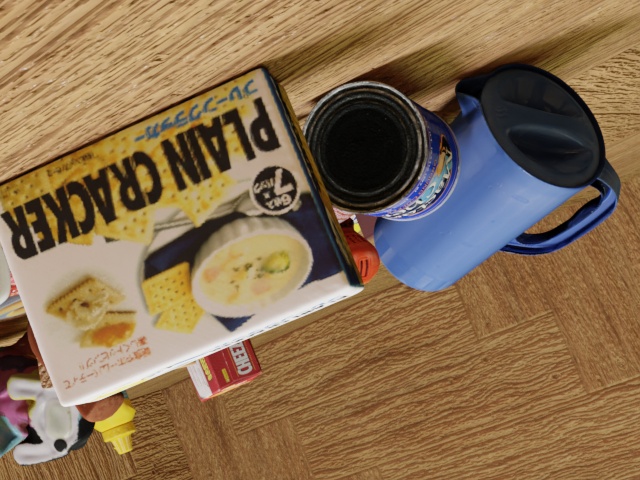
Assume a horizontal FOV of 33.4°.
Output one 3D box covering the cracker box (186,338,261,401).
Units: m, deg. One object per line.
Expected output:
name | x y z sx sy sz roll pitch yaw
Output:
cracker box | -0.156 0.133 1.496 0.072 0.164 0.214 -21 173 -17

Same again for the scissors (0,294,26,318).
scissors | -0.366 0.086 1.126 0.202 0.016 0.096 -23 173 9

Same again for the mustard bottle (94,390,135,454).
mustard bottle | -0.277 0.175 1.342 0.058 0.191 0.096 -20 172 -11

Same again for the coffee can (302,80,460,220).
coffee can | 0.053 -0.070 0.876 0.103 0.103 0.140 -24 172 16

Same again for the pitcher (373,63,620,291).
pitcher | 0.159 -0.043 1.033 0.144 0.149 0.243 -11 157 -33
